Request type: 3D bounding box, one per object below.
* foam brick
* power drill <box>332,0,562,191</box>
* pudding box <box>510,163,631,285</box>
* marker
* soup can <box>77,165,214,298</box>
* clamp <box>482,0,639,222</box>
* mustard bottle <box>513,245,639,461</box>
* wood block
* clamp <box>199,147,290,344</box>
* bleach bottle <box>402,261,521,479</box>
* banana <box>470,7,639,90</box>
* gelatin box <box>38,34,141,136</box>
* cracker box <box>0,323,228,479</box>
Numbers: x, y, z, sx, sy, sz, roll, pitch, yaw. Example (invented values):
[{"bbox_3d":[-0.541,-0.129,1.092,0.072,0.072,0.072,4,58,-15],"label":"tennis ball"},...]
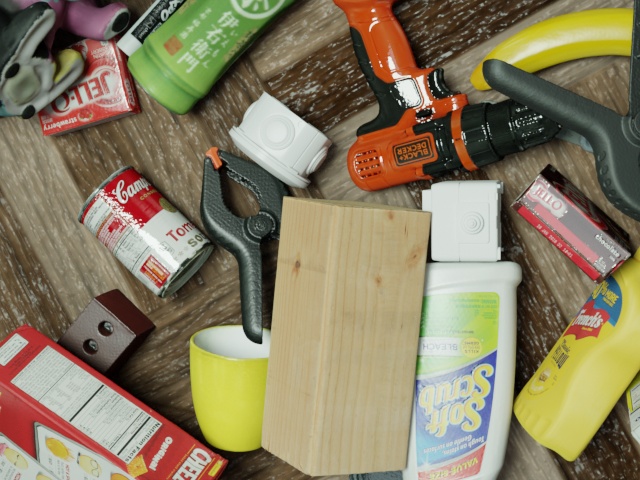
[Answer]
[{"bbox_3d":[-0.197,0.091,0.959,0.053,0.051,0.078,41,101,6],"label":"foam brick"},{"bbox_3d":[0.090,-0.144,0.861,0.185,0.057,0.187,-14,89,26],"label":"power drill"},{"bbox_3d":[0.197,-0.015,0.835,0.090,0.113,0.039,44,105,5],"label":"pudding box"},{"bbox_3d":[-0.130,-0.209,0.928,0.020,0.020,0.121,42,92,6],"label":"marker"},{"bbox_3d":[-0.152,-0.007,0.933,0.102,0.068,0.068,43,101,5],"label":"soup can"},{"bbox_3d":[0.242,-0.094,0.805,0.164,0.036,0.210,-38,92,-11],"label":"clamp"},{"bbox_3d":[0.229,0.076,0.844,0.058,0.096,0.192,32,100,-5],"label":"mustard bottle"},{"bbox_3d":[0.018,0.073,0.851,0.090,0.091,0.206,3,95,-29],"label":"wood block"},{"bbox_3d":[-0.056,0.001,0.914,0.120,0.039,0.171,-40,81,-21],"label":"clamp"},{"bbox_3d":[0.115,0.145,0.865,0.102,0.068,0.251,-2,84,8],"label":"bleach bottle"},{"bbox_3d":[0.221,-0.152,0.858,0.198,0.037,0.069,4,96,12],"label":"banana"},{"bbox_3d":[-0.212,-0.139,0.954,0.089,0.030,0.073,-14,92,13],"label":"gelatin box"},{"bbox_3d":[-0.198,0.189,0.921,0.214,0.072,0.164,33,137,7],"label":"cracker box"}]
